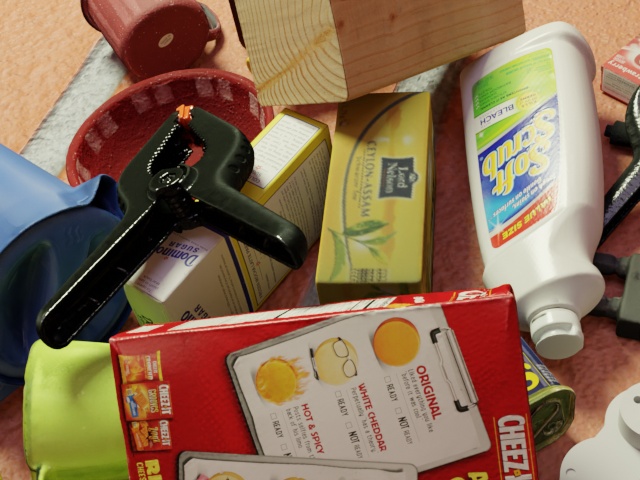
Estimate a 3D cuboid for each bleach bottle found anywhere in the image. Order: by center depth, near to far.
[{"bbox_3d":[0.154,-0.034,0.729,0.103,0.068,0.251,-23,45,26],"label":"bleach bottle"}]

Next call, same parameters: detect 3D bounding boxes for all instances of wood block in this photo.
[{"bbox_3d":[0.049,-0.167,0.773,0.091,0.090,0.205,4,23,45],"label":"wood block"}]

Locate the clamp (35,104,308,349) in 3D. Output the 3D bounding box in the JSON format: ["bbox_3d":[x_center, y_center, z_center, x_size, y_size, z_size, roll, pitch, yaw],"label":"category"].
[{"bbox_3d":[-0.096,-0.019,0.664,0.164,0.036,0.210,-22,34,5],"label":"clamp"}]

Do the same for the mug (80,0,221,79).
[{"bbox_3d":[-0.138,-0.191,0.919,0.117,0.093,0.081,-1,44,-41],"label":"mug"}]

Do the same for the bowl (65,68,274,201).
[{"bbox_3d":[-0.107,-0.059,0.810,0.162,0.055,0.162,-8,45,8],"label":"bowl"}]

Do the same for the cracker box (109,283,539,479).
[{"bbox_3d":[0.007,0.116,0.572,0.214,0.072,0.164,-7,93,11],"label":"cracker box"}]

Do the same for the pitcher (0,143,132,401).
[{"bbox_3d":[-0.254,-0.003,0.758,0.149,0.145,0.243,-31,47,-33],"label":"pitcher"}]

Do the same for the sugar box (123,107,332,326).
[{"bbox_3d":[-0.055,0.001,0.731,0.048,0.093,0.176,28,60,29],"label":"sugar box"}]
